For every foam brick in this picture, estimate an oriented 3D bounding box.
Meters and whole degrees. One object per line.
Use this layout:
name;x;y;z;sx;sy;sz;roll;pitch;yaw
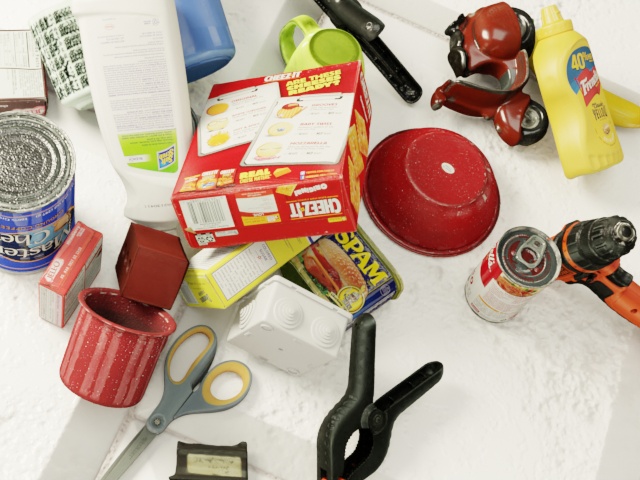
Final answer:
foam brick;-0.162;0.024;1.016;0.051;0.078;0.053;18;103;-20

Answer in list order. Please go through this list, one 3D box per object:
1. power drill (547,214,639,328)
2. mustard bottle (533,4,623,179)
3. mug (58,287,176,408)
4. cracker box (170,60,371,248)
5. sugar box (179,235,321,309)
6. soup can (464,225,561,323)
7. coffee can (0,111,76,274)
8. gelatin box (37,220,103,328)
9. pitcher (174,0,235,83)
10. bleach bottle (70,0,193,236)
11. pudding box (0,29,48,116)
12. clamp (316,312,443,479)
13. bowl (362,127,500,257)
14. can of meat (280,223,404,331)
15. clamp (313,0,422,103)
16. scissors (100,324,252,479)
power drill;0.320;0.045;1.087;0.187;0.185;0.057;36;76;-4
mustard bottle;0.282;-0.169;1.196;0.096;0.058;0.191;-21;95;-48
mug;-0.183;0.099;0.985;0.093;0.117;0.081;28;105;24
cracker box;-0.040;-0.086;1.045;0.164;0.072;0.213;-7;36;13
sugar box;-0.057;0.002;1.059;0.176;0.093;0.048;-34;106;-25
soup can;0.196;0.037;1.096;0.068;0.102;0.068;5;64;-11
coffee can;-0.282;-0.041;1.003;0.102;0.140;0.103;5;64;-11
gelatin box;-0.236;0.033;1.006;0.030;0.089;0.073;27;62;0
pitcher;-0.171;-0.291;1.117;0.145;0.149;0.243;-21;91;-10
bleach bottle;-0.178;-0.114;1.053;0.102;0.068;0.251;-5;100;-1
pudding box;-0.344;-0.173;1.110;0.113;0.039;0.090;-3;64;-17
clamp;0.053;0.165;1.021;0.120;0.039;0.171;24;84;-28
bowl;0.128;-0.065;1.157;0.162;0.055;0.162;5;64;-11
can of meat;0.019;0.037;1.083;0.083;0.057;0.102;-33;76;-22
clamp;0.029;-0.253;1.186;0.036;0.164;0.210;-40;69;2
scissors;-0.133;0.174;1.005;0.096;0.016;0.201;23;62;-1
